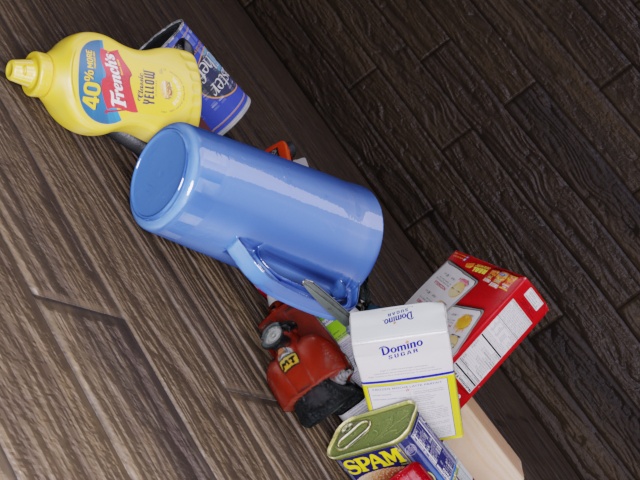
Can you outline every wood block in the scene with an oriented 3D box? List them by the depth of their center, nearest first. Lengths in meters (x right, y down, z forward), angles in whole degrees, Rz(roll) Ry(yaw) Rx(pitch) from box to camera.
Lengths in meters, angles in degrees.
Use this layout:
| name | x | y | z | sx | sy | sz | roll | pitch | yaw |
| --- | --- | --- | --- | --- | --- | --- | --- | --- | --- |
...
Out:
| name | x | y | z | sx | sy | sz | roll | pitch | yaw |
| --- | --- | --- | --- | --- | --- | --- | --- | --- | --- |
| wood block | 0.179 | 0.257 | 1.459 | 0.206 | 0.090 | 0.090 | 53 | 10 | 0 |

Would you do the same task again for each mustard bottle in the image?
| name | x | y | z | sx | sy | sz | roll | pitch | yaw |
| --- | --- | --- | --- | --- | --- | --- | --- | --- | --- |
| mustard bottle | -0.205 | -0.146 | 1.011 | 0.191 | 0.058 | 0.096 | 5 | 84 | -41 |

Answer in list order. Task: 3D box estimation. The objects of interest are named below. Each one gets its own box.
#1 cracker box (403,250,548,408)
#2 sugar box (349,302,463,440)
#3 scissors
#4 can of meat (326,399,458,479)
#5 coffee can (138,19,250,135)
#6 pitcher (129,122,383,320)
| name | x | y | z | sx | sy | sz | roll | pitch | yaw |
| --- | --- | --- | --- | --- | --- | --- | --- | --- | --- |
| cracker box | 0.162 | 0.124 | 1.352 | 0.072 | 0.213 | 0.164 | 48 | -10 | -26 |
| sugar box | 0.087 | 0.134 | 1.052 | 0.048 | 0.093 | 0.176 | -91 | 172 | -47 |
| scissors | 0.056 | 0.088 | 1.048 | 0.201 | 0.096 | 0.016 | 63 | 27 | -52 |
| can of meat | 0.072 | 0.212 | 1.040 | 0.084 | 0.102 | 0.057 | 52 | 38 | -19 |
| coffee can | -0.175 | -0.206 | 1.413 | 0.140 | 0.103 | 0.103 | 49 | 9 | -23 |
| pitcher | -0.060 | -0.020 | 1.054 | 0.242 | 0.145 | 0.149 | 21 | -4 | -39 |
